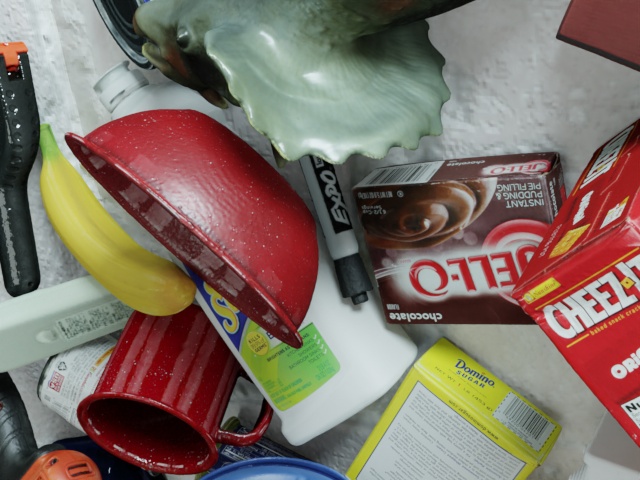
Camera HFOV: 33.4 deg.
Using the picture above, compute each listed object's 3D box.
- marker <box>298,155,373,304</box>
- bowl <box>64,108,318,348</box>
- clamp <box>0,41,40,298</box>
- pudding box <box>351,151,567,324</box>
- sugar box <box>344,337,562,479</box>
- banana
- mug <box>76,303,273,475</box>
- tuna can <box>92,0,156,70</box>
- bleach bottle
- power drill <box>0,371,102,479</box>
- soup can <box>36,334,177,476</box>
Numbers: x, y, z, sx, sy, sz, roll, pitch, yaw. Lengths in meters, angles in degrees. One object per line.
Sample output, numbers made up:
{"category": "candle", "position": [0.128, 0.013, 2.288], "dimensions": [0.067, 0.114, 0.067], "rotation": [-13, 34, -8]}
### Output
{"category": "marker", "position": [0.005, -0.021, 0.614], "dimensions": [0.020, 0.020, 0.121], "rotation": [-19, 88, 36]}
{"category": "bowl", "position": [-0.054, -0.017, 0.551], "dimensions": [0.162, 0.055, 0.162], "rotation": [40, 169, 9]}
{"category": "clamp", "position": [-0.215, -0.047, 0.720], "dimensions": [0.120, 0.039, 0.172], "rotation": [42, 132, 25]}
{"category": "pudding box", "position": [0.082, 0.001, 0.591], "dimensions": [0.114, 0.039, 0.090], "rotation": [-1, 116, 31]}
{"category": "sugar box", "position": [0.068, 0.154, 0.679], "dimensions": [0.093, 0.048, 0.176], "rotation": [38, 130, 14]}
{"category": "banana", "position": [-0.136, 0.001, 0.681], "dimensions": [0.198, 0.037, 0.069], "rotation": [41, 154, 36]}
{"category": "mug", "position": [-0.086, 0.095, 0.685], "dimensions": [0.117, 0.081, 0.093], "rotation": [15, 142, 5]}
{"category": "tuna can", "position": [-0.101, -0.139, 0.595], "dimensions": [0.086, 0.033, 0.086], "rotation": [49, 158, 27]}
{"category": "bleach bottle", "position": [-0.054, 0.001, 0.657], "dimensions": [0.251, 0.068, 0.103], "rotation": [51, 129, -1]}
{"category": "power drill", "position": [-0.255, 0.170, 0.815], "dimensions": [0.185, 0.057, 0.188], "rotation": [-48, 65, 27]}
{"category": "soup can", "position": [-0.142, 0.113, 0.763], "dimensions": [0.102, 0.068, 0.069], "rotation": [29, 127, 13]}
